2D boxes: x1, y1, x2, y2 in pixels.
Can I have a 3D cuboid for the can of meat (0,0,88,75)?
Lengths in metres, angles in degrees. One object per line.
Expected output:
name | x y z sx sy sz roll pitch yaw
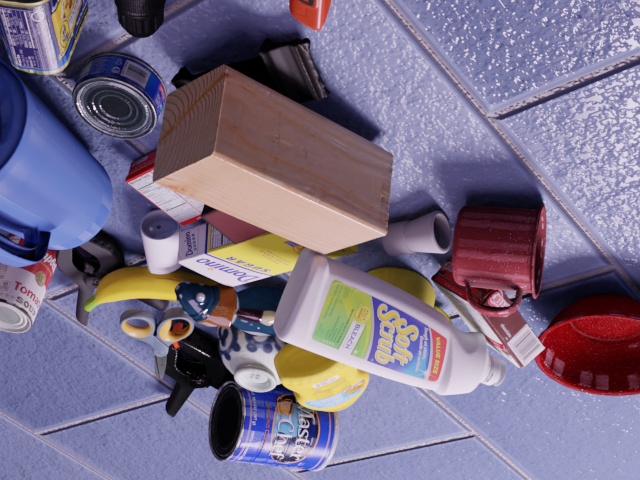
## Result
can of meat | -0.234 -0.203 0.896 0.057 0.102 0.084 8 145 5

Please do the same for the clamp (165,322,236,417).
clamp | -0.147 0.178 1.413 0.164 0.036 0.210 0 142 9

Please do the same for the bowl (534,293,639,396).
bowl | 0.316 0.107 1.170 0.162 0.055 0.162 8 143 6

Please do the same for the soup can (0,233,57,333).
soup can | -0.354 0.049 1.253 0.068 0.102 0.068 8 142 6

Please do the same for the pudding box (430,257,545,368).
pudding box | 0.179 0.077 1.144 0.113 0.039 0.090 52 172 -33

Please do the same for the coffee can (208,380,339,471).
coffee can | -0.061 0.242 1.386 0.140 0.103 0.103 13 146 -28

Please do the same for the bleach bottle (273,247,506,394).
bleach bottle | 0.083 0.094 1.108 0.250 0.068 0.102 20 98 -17

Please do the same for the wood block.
wood block | -0.038 -0.068 0.974 0.205 0.090 0.091 23 153 -37

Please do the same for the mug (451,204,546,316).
mug | 0.175 0.019 1.054 0.082 0.117 0.093 5 162 18

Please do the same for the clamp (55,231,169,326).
clamp | -0.252 0.039 1.265 0.120 0.039 0.171 -10 139 1

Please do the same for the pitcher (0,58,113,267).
pitcher | -0.287 -0.061 1.005 0.145 0.149 0.242 30 173 18

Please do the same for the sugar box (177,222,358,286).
sugar box | -0.057 0.002 1.137 0.177 0.048 0.093 -19 149 32

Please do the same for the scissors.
scissors | -0.213 0.127 1.308 0.096 0.016 0.202 12 148 -21

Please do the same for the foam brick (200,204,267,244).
foam brick | -0.077 -0.046 1.071 0.053 0.078 0.051 -21 132 39

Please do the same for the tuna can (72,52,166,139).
tuna can | -0.193 -0.137 1.023 0.086 0.033 0.086 8 143 6

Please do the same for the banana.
banana | -0.175 0.061 1.253 0.197 0.037 0.070 7 144 -15

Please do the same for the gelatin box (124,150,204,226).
gelatin box | -0.146 -0.059 1.113 0.073 0.030 0.089 -20 132 38

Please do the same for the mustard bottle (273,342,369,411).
mustard bottle | 0.010 0.169 1.316 0.096 0.058 0.191 -23 153 2
